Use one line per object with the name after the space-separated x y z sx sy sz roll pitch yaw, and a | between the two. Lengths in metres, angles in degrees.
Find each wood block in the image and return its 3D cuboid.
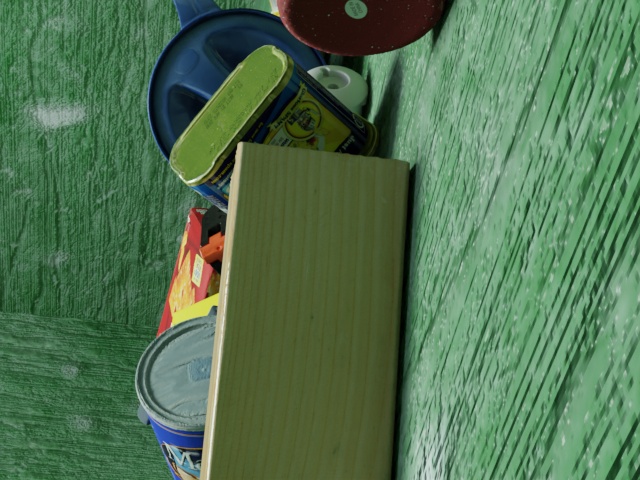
-0.011 0.063 0.556 0.090 0.090 0.206 122 153 -75 | wood block

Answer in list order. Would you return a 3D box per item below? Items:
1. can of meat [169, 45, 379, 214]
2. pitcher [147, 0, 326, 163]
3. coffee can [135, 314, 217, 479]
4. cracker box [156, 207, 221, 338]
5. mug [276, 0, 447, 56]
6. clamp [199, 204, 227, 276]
-0.029 -0.056 0.649 0.102 0.083 0.057 -51 38 3 | can of meat
-0.073 -0.120 0.867 0.243 0.145 0.149 -135 63 -80 | pitcher
-0.078 0.141 0.832 0.140 0.103 0.103 80 -173 -46 | coffee can
-0.123 0.089 1.128 0.164 0.072 0.214 -129 53 -66 | cracker box
0.027 -0.148 0.510 0.117 0.093 0.081 -24 57 39 | mug
-0.055 0.001 0.807 0.120 0.039 0.171 57 -175 18 | clamp
